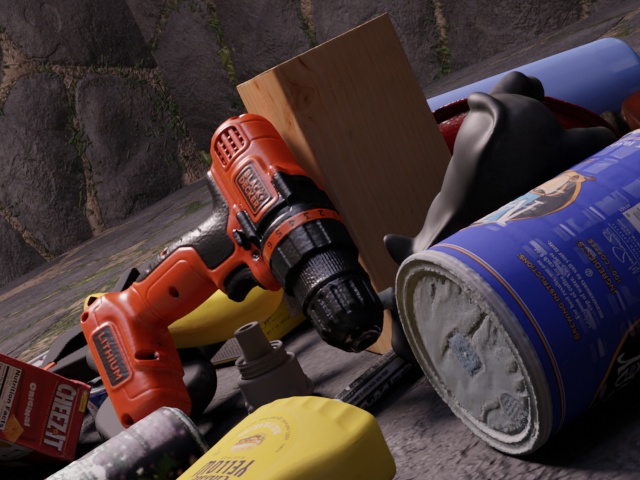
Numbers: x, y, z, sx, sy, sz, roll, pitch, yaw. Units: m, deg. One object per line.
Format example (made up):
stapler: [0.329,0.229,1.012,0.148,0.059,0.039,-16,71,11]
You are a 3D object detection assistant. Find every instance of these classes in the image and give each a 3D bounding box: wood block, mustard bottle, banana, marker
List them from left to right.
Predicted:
banana: [-0.105,0.053,0.783,0.198,0.037,0.069,-9,21,26]
mustard bottle: [-0.054,0.138,0.459,0.096,0.058,0.191,-10,17,42]
marker: [0.023,0.092,0.634,0.020,0.020,0.120,-16,13,46]
wood block: [0.036,-0.034,0.722,0.090,0.206,0.090,-29,9,-18]

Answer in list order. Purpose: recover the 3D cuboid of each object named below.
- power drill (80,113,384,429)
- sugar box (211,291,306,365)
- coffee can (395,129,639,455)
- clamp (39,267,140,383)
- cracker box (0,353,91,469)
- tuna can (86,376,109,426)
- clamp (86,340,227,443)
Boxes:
power drill: [-0.059,0.038,0.663,0.188,0.184,0.057,-44,-39,18]
sugar box: [-0.095,0.078,0.953,0.177,0.048,0.093,-15,13,42]
coffee can: [0.121,0.021,0.504,0.140,0.103,0.103,-29,9,-20]
clamp: [-0.174,0.076,0.942,0.120,0.039,0.171,-11,29,40]
cracker box: [-0.313,0.115,0.830,0.165,0.213,0.072,-16,55,45]
tuna can: [-0.158,0.123,0.903,0.086,0.034,0.086,-25,9,4]
clamp: [-0.125,0.104,0.792,0.165,0.036,0.210,-24,22,17]
